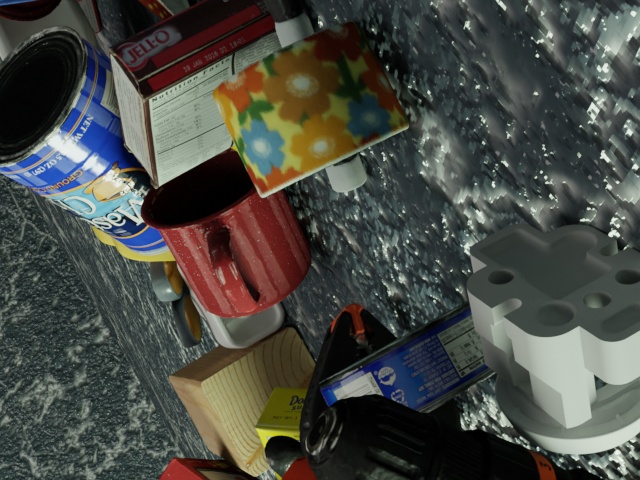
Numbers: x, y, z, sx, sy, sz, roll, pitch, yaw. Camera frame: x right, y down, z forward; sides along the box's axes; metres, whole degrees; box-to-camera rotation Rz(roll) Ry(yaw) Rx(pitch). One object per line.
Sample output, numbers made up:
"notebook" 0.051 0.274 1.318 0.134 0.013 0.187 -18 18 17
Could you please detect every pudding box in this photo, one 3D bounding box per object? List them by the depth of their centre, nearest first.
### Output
"pudding box" -0.061 -0.082 0.565 0.039 0.090 0.113 56 164 16

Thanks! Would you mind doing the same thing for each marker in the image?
"marker" -0.004 -0.080 0.522 0.020 0.020 0.121 33 148 60

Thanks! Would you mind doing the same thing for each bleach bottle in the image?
"bleach bottle" -0.208 -0.097 0.876 0.103 0.068 0.251 59 164 26

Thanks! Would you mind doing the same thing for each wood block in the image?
"wood block" -0.063 0.138 0.945 0.090 0.090 0.206 61 164 -3

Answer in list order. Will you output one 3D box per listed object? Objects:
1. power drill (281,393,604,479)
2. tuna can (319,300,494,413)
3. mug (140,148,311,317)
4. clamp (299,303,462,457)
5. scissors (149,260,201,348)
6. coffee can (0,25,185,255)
"power drill" 0.046 0.121 0.442 0.184 0.057 0.188 30 157 -17
"tuna can" 0.043 0.061 0.496 0.034 0.086 0.086 61 164 6
"mug" -0.054 0.001 0.676 0.117 0.093 0.081 -106 -8 -59
"clamp" 0.052 0.135 0.576 0.036 0.164 0.210 127 137 -57
"scissors" -0.120 0.036 0.953 0.201 0.016 0.096 -76 -33 -82
"coffee can" -0.147 -0.064 0.724 0.140 0.103 0.103 36 -173 -46
